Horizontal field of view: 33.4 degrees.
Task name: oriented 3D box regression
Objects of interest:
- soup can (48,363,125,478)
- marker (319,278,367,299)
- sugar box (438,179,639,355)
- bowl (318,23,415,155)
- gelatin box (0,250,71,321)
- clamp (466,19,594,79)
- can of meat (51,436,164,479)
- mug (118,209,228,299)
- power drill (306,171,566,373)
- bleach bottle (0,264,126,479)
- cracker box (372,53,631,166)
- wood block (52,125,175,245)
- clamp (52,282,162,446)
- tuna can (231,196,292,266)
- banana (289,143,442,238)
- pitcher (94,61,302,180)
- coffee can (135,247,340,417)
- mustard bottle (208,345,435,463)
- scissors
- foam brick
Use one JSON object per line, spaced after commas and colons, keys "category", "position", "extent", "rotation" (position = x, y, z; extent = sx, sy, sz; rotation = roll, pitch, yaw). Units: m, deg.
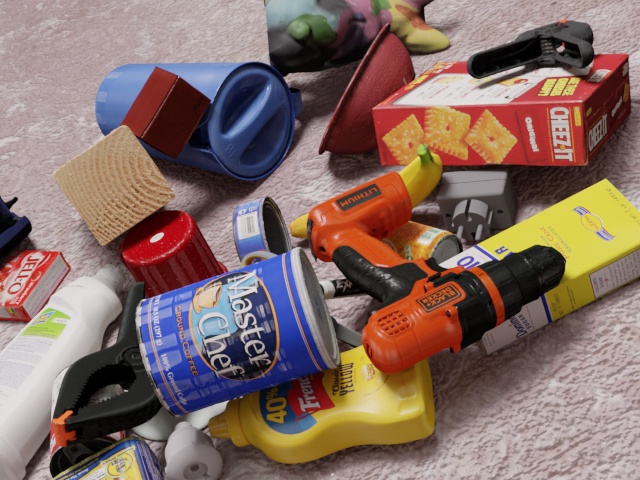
{"category": "soup can", "position": [-0.210, 0.166, 0.966], "extent": [0.068, 0.068, 0.102], "rotation": [-21, 37, 4]}
{"category": "marker", "position": [0.019, 0.044, 0.967], "extent": [0.020, 0.020, 0.120], "rotation": [16, 13, 40]}
{"category": "sugar box", "position": [0.199, 0.021, 0.934], "extent": [0.176, 0.048, 0.093], "rotation": [-26, 39, -4]}
{"category": "bowl", "position": [0.059, -0.152, 1.162], "extent": [0.055, 0.162, 0.162], "rotation": [28, 53, 3]}
{"category": "gelatin box", "position": [-0.336, 0.049, 1.202], "extent": [0.073, 0.030, 0.089], "rotation": [1, 45, 29]}
{"category": "clamp", "position": [0.231, -0.191, 1.047], "extent": [0.120, 0.039, 0.171], "rotation": [8, 27, 34]}
{"category": "can of meat", "position": [-0.175, 0.223, 0.890], "extent": [0.102, 0.057, 0.084], "rotation": [-28, 36, -5]}
{"category": "mug", "position": [-0.161, 0.022, 1.098], "extent": [0.117, 0.081, 0.093], "rotation": [10, 49, 36]}
{"category": "power drill", "position": [0.087, 0.015, 0.904], "extent": [0.184, 0.057, 0.188], "rotation": [-24, 41, -17]}
{"category": "bleach bottle", "position": [-0.267, 0.119, 1.059], "extent": [0.103, 0.068, 0.250], "rotation": [5, 44, 33]}
{"category": "cracker box", "position": [0.184, -0.129, 1.068], "extent": [0.214, 0.072, 0.164], "rotation": [3, 26, 31]}
{"category": "wood block", "position": [-0.225, -0.059, 1.147], "extent": [0.090, 0.090, 0.206], "rotation": [-36, 10, -9]}
{"category": "clamp", "position": [-0.153, 0.116, 0.953], "extent": [0.165, 0.036, 0.209], "rotation": [16, 35, 20]}
{"category": "tuna can", "position": [-0.057, 0.001, 1.063], "extent": [0.034, 0.086, 0.086], "rotation": [-15, 39, 14]}
{"category": "banana", "position": [0.055, -0.043, 1.057], "extent": [0.198, 0.069, 0.037], "rotation": [-32, 43, 39]}
{"category": "pitcher", "position": [-0.149, -0.153, 1.274], "extent": [0.243, 0.149, 0.145], "rotation": [13, 75, 42]}
{"category": "coffee can", "position": [-0.066, 0.075, 0.874], "extent": [0.140, 0.103, 0.103], "rotation": [-18, 38, 6]}
{"category": "mustard bottle", "position": [-0.003, 0.138, 0.895], "extent": [0.192, 0.058, 0.096], "rotation": [-15, 41, 13]}
{"category": "scissors", "position": [-0.009, 0.089, 0.980], "extent": [0.202, 0.016, 0.096], "rotation": [41, 114, 25]}
{"category": "foam brick", "position": [-0.165, -0.135, 1.137], "extent": [0.051, 0.053, 0.078], "rotation": [27, 85, 47]}
